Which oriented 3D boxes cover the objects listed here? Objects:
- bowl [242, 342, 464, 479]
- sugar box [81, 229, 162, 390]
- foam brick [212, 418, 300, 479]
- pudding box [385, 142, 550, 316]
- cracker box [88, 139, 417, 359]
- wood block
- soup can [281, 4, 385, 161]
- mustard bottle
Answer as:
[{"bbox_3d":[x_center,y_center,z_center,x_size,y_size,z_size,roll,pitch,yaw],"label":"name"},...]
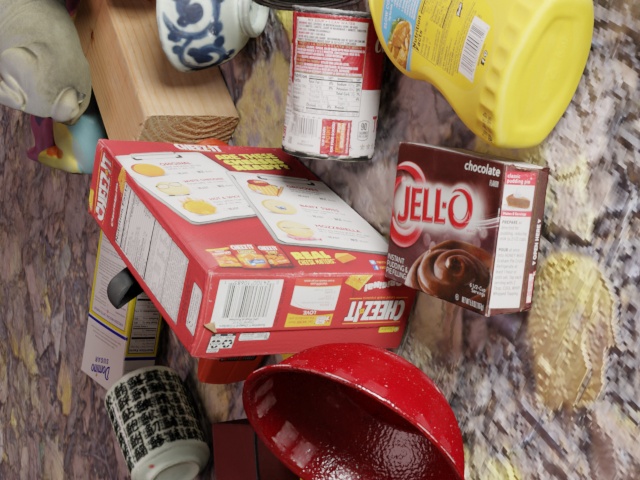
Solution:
[{"bbox_3d":[0.031,0.116,0.690,0.162,0.055,0.162,23,145,17],"label":"bowl"},{"bbox_3d":[-0.202,0.066,1.112,0.093,0.048,0.176,23,108,51],"label":"sugar box"},{"bbox_3d":[-0.049,0.173,0.874,0.078,0.052,0.051,-13,80,59],"label":"foam brick"},{"bbox_3d":[0.086,-0.010,0.654,0.114,0.039,0.090,20,108,57],"label":"pudding box"},{"bbox_3d":[-0.055,0.001,0.769,0.214,0.163,0.072,44,125,49],"label":"cracker box"},{"bbox_3d":[-0.160,-0.160,1.006,0.091,0.090,0.206,-59,44,44],"label":"wood block"},{"bbox_3d":[0.009,-0.110,0.748,0.069,0.068,0.102,24,113,56],"label":"soup can"},{"bbox_3d":[0.078,-0.138,0.642,0.192,0.058,0.096,49,135,46],"label":"mustard bottle"}]
